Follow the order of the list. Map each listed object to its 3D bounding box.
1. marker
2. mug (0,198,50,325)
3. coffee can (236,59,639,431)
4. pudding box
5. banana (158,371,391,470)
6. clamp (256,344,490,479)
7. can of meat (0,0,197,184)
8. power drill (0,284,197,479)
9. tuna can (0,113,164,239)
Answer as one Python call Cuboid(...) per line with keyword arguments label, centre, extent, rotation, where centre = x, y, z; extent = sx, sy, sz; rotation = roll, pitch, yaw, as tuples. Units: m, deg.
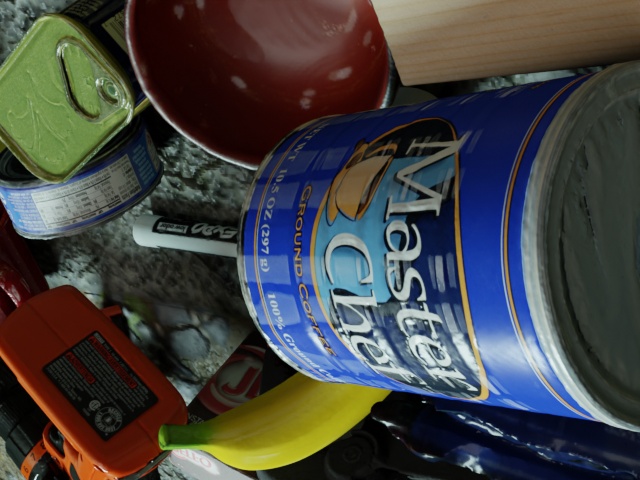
Cuboid(label="marker", centre=(-0.054, 0.001, 0.591), extent=(0.121, 0.020, 0.020), rotation=(8, 130, 33))
Cuboid(label="mug", centre=(-0.219, 0.025, 0.690), extent=(0.117, 0.093, 0.081), rotation=(17, 140, 37))
Cuboid(label="coffee can", centre=(0.053, 0.002, 0.348), extent=(0.141, 0.102, 0.103), rotation=(-1, 126, 53))
Cuboid(label="pudding box", centre=(-0.017, 0.111, 0.606), extent=(0.114, 0.089, 0.039), rotation=(26, 139, 18))
Cuboid(label="banana", centre=(0.014, 0.050, 0.502), extent=(0.069, 0.198, 0.037), rotation=(34, -162, -45))
Cuboid(label="clamp", centre=(0.033, 0.112, 0.527), extent=(0.036, 0.164, 0.210), rotation=(61, 180, -42))
Cuboid(label="can of meat", centre=(-0.099, -0.084, 0.499), extent=(0.057, 0.083, 0.102), rotation=(49, 140, -9))
Cuboid(label="power drill", centre=(-0.140, 0.103, 0.605), extent=(0.184, 0.057, 0.188), rotation=(42, 150, 15))
Cuboid(label="tuna can", centre=(-0.128, -0.038, 0.564), extent=(0.086, 0.086, 0.034), rotation=(5, 127, 35))
